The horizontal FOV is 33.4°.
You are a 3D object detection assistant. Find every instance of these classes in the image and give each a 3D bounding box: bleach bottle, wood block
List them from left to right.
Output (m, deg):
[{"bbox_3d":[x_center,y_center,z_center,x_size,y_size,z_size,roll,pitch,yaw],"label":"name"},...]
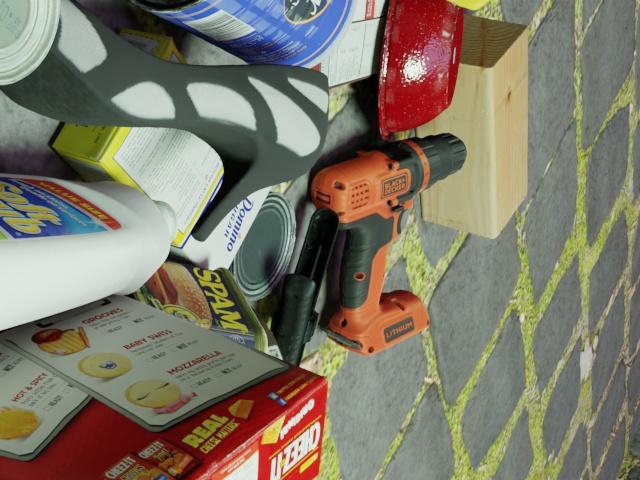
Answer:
[{"bbox_3d":[-0.164,-0.001,0.544,0.250,0.103,0.068,-13,132,-60],"label":"bleach bottle"},{"bbox_3d":[0.156,-0.116,1.097,0.090,0.090,0.206,-48,143,-39],"label":"wood block"}]

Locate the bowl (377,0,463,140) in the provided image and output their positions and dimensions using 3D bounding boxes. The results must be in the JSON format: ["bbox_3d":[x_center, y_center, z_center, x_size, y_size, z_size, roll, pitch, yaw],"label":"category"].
[{"bbox_3d":[0.092,-0.166,0.939,0.162,0.055,0.162,9,90,-79],"label":"bowl"}]

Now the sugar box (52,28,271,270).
[{"bbox_3d":[-0.097,-0.049,0.706,0.093,0.048,0.176,-63,153,-18],"label":"sugar box"}]

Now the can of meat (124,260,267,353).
[{"bbox_3d":[-0.094,0.054,0.682,0.083,0.102,0.057,13,116,-33],"label":"can of meat"}]

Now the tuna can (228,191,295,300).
[{"bbox_3d":[-0.055,0.001,0.822,0.086,0.034,0.086,-38,136,-49],"label":"tuna can"}]

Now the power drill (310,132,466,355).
[{"bbox_3d":[0.066,-0.001,0.989,0.184,0.057,0.188,-20,119,-38],"label":"power drill"}]

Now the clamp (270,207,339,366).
[{"bbox_3d":[-0.018,0.058,0.894,0.120,0.039,0.172,-60,170,-48],"label":"clamp"}]

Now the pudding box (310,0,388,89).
[{"bbox_3d":[0.014,-0.172,0.857,0.113,0.039,0.090,-25,126,-54],"label":"pudding box"}]

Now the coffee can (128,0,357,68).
[{"bbox_3d":[-0.051,-0.170,0.665,0.140,0.103,0.103,14,91,-62],"label":"coffee can"}]

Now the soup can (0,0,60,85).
[{"bbox_3d":[-0.174,-0.108,0.467,0.068,0.102,0.068,-36,134,-50],"label":"soup can"}]

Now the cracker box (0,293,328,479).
[{"bbox_3d":[-0.128,0.093,0.537,0.163,0.214,0.072,-31,131,-53],"label":"cracker box"}]
